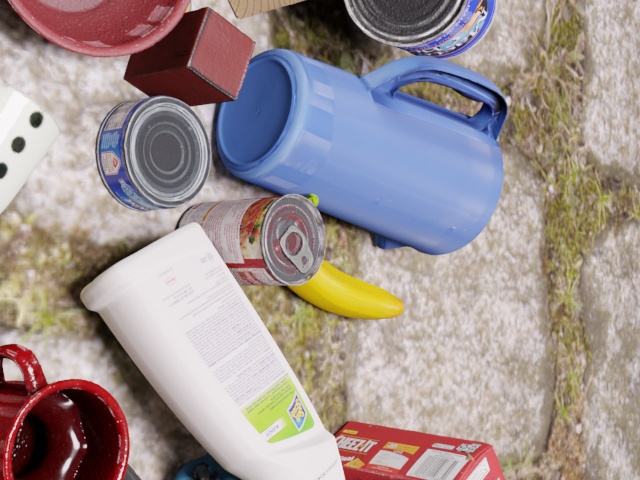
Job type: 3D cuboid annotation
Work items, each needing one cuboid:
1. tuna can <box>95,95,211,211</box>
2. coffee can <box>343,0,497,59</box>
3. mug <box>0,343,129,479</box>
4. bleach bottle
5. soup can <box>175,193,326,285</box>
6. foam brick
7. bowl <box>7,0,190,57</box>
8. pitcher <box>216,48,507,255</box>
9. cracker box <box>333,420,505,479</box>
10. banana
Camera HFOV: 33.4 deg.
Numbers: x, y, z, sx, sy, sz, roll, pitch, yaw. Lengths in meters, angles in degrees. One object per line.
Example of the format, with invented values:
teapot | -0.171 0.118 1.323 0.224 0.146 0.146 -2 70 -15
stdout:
tuna can | -0.123 -0.065 0.800 0.085 0.034 0.086 2 87 -47
coffee can | 0.085 -0.204 0.872 0.140 0.103 0.103 -17 102 -72
mug | -0.188 0.122 0.689 0.093 0.082 0.117 -29 109 -44
bleach bottle | -0.062 0.115 0.771 0.102 0.068 0.251 -33 90 -44
soup can | -0.055 0.001 0.820 0.068 0.102 0.068 2 87 -47
foam brick | -0.098 -0.135 0.798 0.051 0.078 0.053 31 68 -42
bowl | -0.164 -0.206 0.735 0.161 0.055 0.162 -3 96 -38
pitcher | 0.040 -0.083 0.902 0.242 0.145 0.149 16 80 -43
cracker box | 0.101 0.269 0.934 0.072 0.164 0.213 -38 115 -39
banana | 0.006 0.029 0.912 0.197 0.070 0.037 48 36 -51
